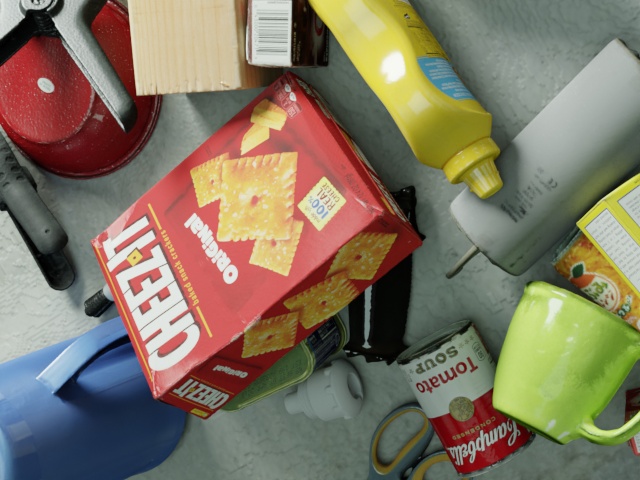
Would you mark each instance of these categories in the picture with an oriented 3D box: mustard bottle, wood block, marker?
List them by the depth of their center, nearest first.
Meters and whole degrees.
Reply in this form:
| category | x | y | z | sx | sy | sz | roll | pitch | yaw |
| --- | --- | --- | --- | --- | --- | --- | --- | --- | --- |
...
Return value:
| category | x | y | z | sx | sy | sz | roll | pitch | yaw |
| --- | --- | --- | --- | --- | --- | --- | --- | --- | --- |
| mustard bottle | 0.068 | -0.112 | 0.755 | 0.058 | 0.096 | 0.192 | -38 | 77 | 22 |
| wood block | -0.090 | -0.216 | 0.805 | 0.091 | 0.090 | 0.206 | 0 | 100 | 18 |
| marker | -0.158 | 0.027 | 0.907 | 0.121 | 0.020 | 0.020 | -39 | 87 | 20 |

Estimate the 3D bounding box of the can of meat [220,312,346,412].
| category | x | y | z | sx | sy | sz | roll | pitch | yaw |
| --- | --- | --- | --- | --- | --- | --- | --- | --- | --- |
| can of meat | -0.039 | 0.089 | 0.848 | 0.102 | 0.083 | 0.057 | -27 | 92 | 20 |

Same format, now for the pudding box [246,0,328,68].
| category | x | y | z | sx | sy | sz | roll | pitch | yaw |
| --- | --- | --- | --- | --- | --- | --- | --- | --- | --- |
| pudding box | -0.021 | -0.185 | 0.788 | 0.039 | 0.090 | 0.113 | 7 | 101 | 18 |

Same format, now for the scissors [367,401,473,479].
| category | x | y | z | sx | sy | sz | roll | pitch | yaw |
| --- | --- | --- | --- | --- | --- | --- | --- | --- | --- |
| scissors | 0.054 | 0.224 | 0.881 | 0.096 | 0.016 | 0.202 | 28 | 110 | 8 |

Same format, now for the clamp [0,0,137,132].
| category | x | y | z | sx | sy | sz | roll | pitch | yaw |
| --- | --- | --- | --- | --- | --- | --- | --- | --- | --- |
| clamp | -0.222 | -0.170 | 0.821 | 0.164 | 0.036 | 0.210 | -4 | 65 | -1 |

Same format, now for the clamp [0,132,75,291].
| category | x | y | z | sx | sy | sz | roll | pitch | yaw |
| --- | --- | --- | --- | --- | --- | --- | --- | --- | --- |
| clamp | -0.252 | -0.041 | 0.883 | 0.039 | 0.120 | 0.171 | -32 | 88 | -24 |

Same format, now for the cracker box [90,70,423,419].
| category | x | y | z | sx | sy | sz | roll | pitch | yaw |
| --- | --- | --- | --- | --- | --- | --- | --- | --- | --- |
| cracker box | -0.055 | 0.001 | 0.792 | 0.214 | 0.072 | 0.164 | -39 | 53 | 12 |

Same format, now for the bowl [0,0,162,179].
| category | x | y | z | sx | sy | sz | roll | pitch | yaw |
| --- | --- | --- | --- | --- | --- | --- | --- | --- | --- |
| bowl | -0.214 | -0.127 | 0.878 | 0.162 | 0.055 | 0.162 | 3 | 101 | 16 |

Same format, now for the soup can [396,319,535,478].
| category | x | y | z | sx | sy | sz | roll | pitch | yaw |
| --- | --- | --- | --- | --- | --- | --- | --- | --- | --- |
| soup can | 0.111 | 0.120 | 0.817 | 0.069 | 0.068 | 0.102 | -29 | 90 | 20 |

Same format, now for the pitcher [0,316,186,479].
| category | x | y | z | sx | sy | sz | roll | pitch | yaw |
| --- | --- | --- | --- | --- | --- | --- | --- | --- | --- |
| pitcher | -0.209 | 0.138 | 0.826 | 0.145 | 0.242 | 0.149 | -6 | 91 | 19 |
